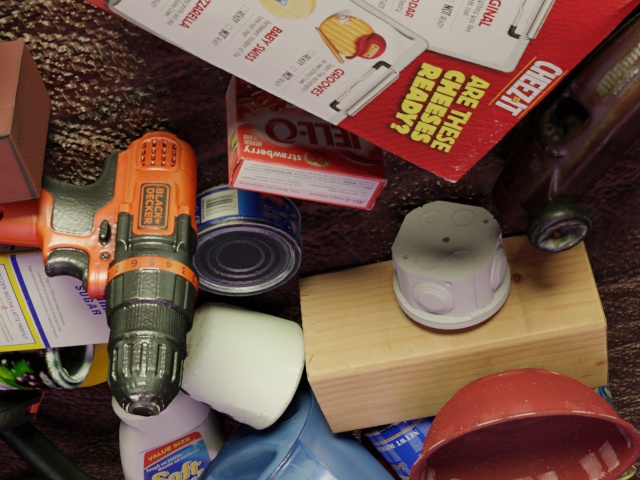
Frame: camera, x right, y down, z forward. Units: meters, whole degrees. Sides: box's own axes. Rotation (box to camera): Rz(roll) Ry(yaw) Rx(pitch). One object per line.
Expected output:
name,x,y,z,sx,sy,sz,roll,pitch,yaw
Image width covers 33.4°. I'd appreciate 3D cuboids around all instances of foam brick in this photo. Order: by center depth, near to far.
foam brick,-0.184,-0.065,0.589,0.051,0.078,0.053,-7,140,2

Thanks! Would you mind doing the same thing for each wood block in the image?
wood block,0.096,0.066,0.780,0.206,0.091,0.090,-11,142,8

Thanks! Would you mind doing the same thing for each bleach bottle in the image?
bleach bottle,-0.134,0.179,0.920,0.102,0.068,0.251,-13,141,-4

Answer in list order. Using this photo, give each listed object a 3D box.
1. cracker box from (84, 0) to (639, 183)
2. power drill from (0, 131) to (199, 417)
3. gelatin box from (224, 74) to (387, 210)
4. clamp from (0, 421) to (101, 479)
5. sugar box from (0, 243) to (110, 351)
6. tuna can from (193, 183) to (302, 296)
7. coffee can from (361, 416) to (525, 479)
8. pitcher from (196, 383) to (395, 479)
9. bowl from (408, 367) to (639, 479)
cracker box,0.013,-0.132,0.472,0.213,0.072,0.164,24,147,-12
power drill,-0.163,0.014,0.609,0.187,0.184,0.057,3,142,-6
gelatin box,-0.009,-0.060,0.619,0.089,0.073,0.030,8,141,-17
clamp,-0.204,0.223,0.927,0.210,0.036,0.165,22,142,15
sugar box,-0.211,0.029,0.699,0.176,0.048,0.093,-6,136,-1
tuna can,-0.055,0.001,0.723,0.086,0.034,0.086,-3,142,-3
coffee can,0.116,0.176,0.861,0.103,0.102,0.140,-37,93,34
pitcher,0.027,0.241,0.858,0.145,0.149,0.242,-39,107,23
bowl,0.140,0.136,0.755,0.162,0.055,0.162,-4,144,-3
